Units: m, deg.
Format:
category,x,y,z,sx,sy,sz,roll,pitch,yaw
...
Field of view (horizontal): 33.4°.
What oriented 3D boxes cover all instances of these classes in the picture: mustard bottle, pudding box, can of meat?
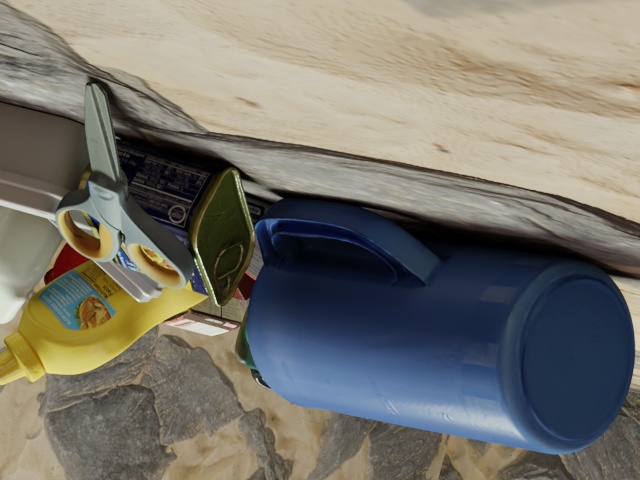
category,x,y,z,sx,sy,sz,roll,pitch,yaw
mustard bottle,-0.177,0.054,0.854,0.096,0.191,0.058,36,151,42
pudding box,-0.116,0.025,0.970,0.039,0.113,0.089,-21,159,23
can of meat,-0.094,-0.012,0.661,0.084,0.057,0.102,18,153,16

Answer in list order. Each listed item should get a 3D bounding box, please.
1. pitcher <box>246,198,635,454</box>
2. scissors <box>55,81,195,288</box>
category,x,y,z,sx,sy,sz,roll,pitch,yaw
pitcher,0.064,0.051,0.667,0.149,0.145,0.243,5,179,-36
scissors,-0.097,-0.018,0.566,0.096,0.016,0.202,31,155,-10
